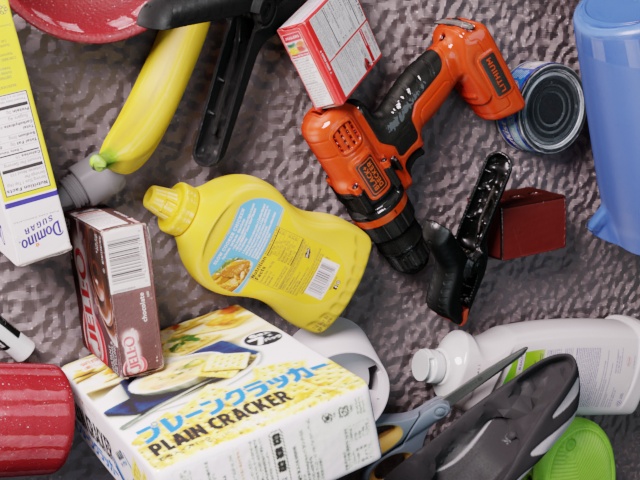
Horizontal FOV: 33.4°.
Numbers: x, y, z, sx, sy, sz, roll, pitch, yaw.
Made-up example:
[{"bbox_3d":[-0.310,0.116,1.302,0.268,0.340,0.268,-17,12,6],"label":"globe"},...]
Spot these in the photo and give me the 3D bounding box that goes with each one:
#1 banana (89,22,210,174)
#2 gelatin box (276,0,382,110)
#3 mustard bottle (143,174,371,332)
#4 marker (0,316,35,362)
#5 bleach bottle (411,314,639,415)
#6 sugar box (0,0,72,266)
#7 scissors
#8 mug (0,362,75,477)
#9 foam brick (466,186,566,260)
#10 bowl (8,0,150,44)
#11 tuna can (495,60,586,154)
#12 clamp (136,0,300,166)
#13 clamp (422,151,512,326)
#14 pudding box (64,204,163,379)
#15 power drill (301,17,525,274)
[{"bbox_3d":[-0.116,-0.124,0.789,0.037,0.070,0.197,24,72,-7],"label":"banana"},{"bbox_3d":[0.009,-0.158,0.853,0.073,0.030,0.089,63,39,-25],"label":"gelatin box"},{"bbox_3d":[-0.056,0.001,0.855,0.191,0.058,0.096,25,99,-31],"label":"mustard bottle"},{"bbox_3d":[-0.257,0.046,0.774,0.020,0.020,0.121,-49,119,-11],"label":"marker"},{"bbox_3d":[0.201,0.116,1.026,0.250,0.068,0.102,6,98,-28],"label":"bleach bottle"},{"bbox_3d":[-0.220,-0.078,0.726,0.048,0.093,0.176,-21,112,-24],"label":"sugar box"},{"bbox_3d":[0.105,0.168,0.972,0.201,0.016,0.096,-23,125,-1],"label":"scissors"},{"bbox_3d":[-0.234,0.138,0.776,0.081,0.093,0.117,5,129,-35],"label":"mug"},{"bbox_3d":[0.182,-0.017,0.990,0.078,0.053,0.051,-11,106,-28],"label":"foam brick"},{"bbox_3d":[-0.167,-0.220,0.745,0.161,0.055,0.162,-7,104,-28],"label":"bowl"},{"bbox_3d":[0.205,-0.123,0.990,0.086,0.034,0.086,-7,104,-28],"label":"tuna can"},{"bbox_3d":[-0.059,-0.177,0.790,0.210,0.036,0.164,-61,157,-18],"label":"clamp"},{"bbox_3d":[0.129,0.004,0.938,0.120,0.039,0.171,-43,152,-24],"label":"clamp"},{"bbox_3d":[-0.154,0.036,0.790,0.039,0.090,0.113,-11,106,-29],"label":"pudding box"},{"bbox_3d":[0.090,-0.085,0.920,0.187,0.057,0.184,-45,125,-15],"label":"power drill"}]
